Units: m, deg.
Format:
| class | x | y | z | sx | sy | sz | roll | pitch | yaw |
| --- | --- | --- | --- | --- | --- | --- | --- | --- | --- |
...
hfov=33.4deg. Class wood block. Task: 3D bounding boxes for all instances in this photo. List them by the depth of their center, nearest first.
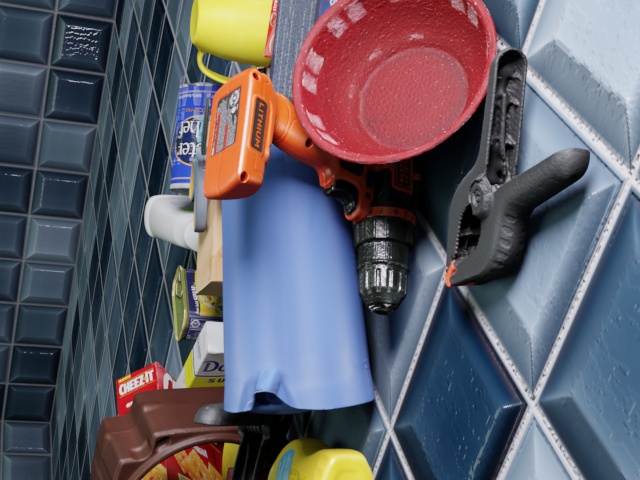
| class | x | y | z | sx | sy | sz | roll | pitch | yaw |
| --- | --- | --- | --- | --- | --- | --- | --- | --- | --- |
| wood block | -0.093 | -0.041 | 1.274 | 0.091 | 0.090 | 0.206 | 146 | 126 | -67 |

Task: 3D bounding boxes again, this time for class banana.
| class | x | y | z | sx | sy | sz | roll | pitch | yaw |
| --- | --- | --- | --- | --- | --- | --- | --- | --- | --- |
| banana | -0.084 | 0.233 | 1.258 | 0.070 | 0.037 | 0.198 | 44 | 128 | 49 |

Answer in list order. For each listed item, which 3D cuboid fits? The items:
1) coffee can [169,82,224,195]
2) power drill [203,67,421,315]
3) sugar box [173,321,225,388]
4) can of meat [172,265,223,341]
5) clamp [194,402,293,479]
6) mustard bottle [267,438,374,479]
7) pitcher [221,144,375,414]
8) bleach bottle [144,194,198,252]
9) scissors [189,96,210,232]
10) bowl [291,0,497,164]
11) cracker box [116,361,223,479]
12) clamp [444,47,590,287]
| class | x | y | z | sx | sy | sz | roll | pitch | yaw |
| --- | --- | --- | --- | --- | --- | --- | --- | --- | --- |
| coffee can | -0.145 | -0.132 | 1.434 | 0.103 | 0.102 | 0.140 | 173 | 102 | -71 |
| power drill | -0.001 | -0.044 | 0.851 | 0.057 | 0.187 | 0.184 | -25 | 56 | 47 |
| sugar box | -0.112 | 0.158 | 1.267 | 0.176 | 0.093 | 0.048 | 122 | 148 | -53 |
| can of meat | -0.147 | 0.086 | 1.406 | 0.057 | 0.083 | 0.102 | 113 | 155 | -43 |
| clamp | -0.063 | 0.190 | 1.050 | 0.209 | 0.036 | 0.164 | -45 | -42 | -59 |
| mustard bottle | -0.008 | 0.234 | 0.989 | 0.192 | 0.058 | 0.096 | 168 | 103 | -70 |
| pitcher | -0.023 | 0.029 | 0.947 | 0.149 | 0.144 | 0.243 | 170 | 97 | -65 |
| bleach bottle | -0.182 | -0.019 | 1.508 | 0.251 | 0.102 | 0.068 | -154 | 66 | -71 |
| scissors | -0.132 | -0.074 | 1.190 | 0.202 | 0.016 | 0.096 | 121 | 146 | -69 |
| bowl | 0.062 | -0.121 | 0.811 | 0.055 | 0.162 | 0.162 | 42 | -140 | -57 |
| cracker box | -0.179 | 0.283 | 1.339 | 0.164 | 0.072 | 0.214 | 54 | -166 | -41 |
| clamp | 0.119 | -0.041 | 0.720 | 0.172 | 0.039 | 0.120 | 116 | 154 | -47 |
